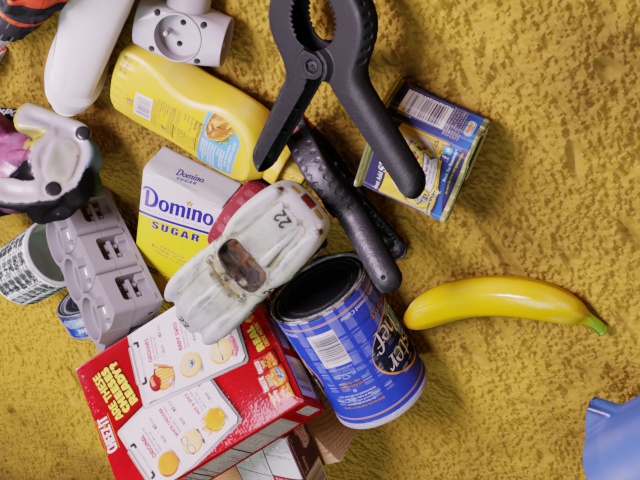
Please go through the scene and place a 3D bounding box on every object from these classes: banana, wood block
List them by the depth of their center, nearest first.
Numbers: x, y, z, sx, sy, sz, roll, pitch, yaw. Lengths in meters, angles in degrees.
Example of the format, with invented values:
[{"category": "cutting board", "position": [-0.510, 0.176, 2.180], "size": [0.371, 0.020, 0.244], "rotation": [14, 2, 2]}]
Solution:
[{"category": "banana", "position": [0.154, 0.061, 0.968], "size": [0.198, 0.037, 0.069], "rotation": [1, 128, 33]}, {"category": "wood block", "position": [-0.055, 0.205, 1.205], "size": [0.207, 0.090, 0.090], "rotation": [-24, 114, 45]}]

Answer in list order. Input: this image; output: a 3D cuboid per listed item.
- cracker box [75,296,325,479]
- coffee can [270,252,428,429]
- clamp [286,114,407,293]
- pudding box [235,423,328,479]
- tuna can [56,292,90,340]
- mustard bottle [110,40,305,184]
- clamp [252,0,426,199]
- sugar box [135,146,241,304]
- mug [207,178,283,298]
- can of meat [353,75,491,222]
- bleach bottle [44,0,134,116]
[{"category": "cracker box", "position": [-0.122, 0.150, 1.077], "size": [0.214, 0.164, 0.072], "rotation": [-33, 153, 12]}, {"category": "coffee can", "position": [0.029, 0.098, 1.036], "size": [0.103, 0.102, 0.140], "rotation": [-9, 123, 39]}, {"category": "clamp", "position": [0.025, -0.035, 0.939], "size": [0.039, 0.120, 0.171], "rotation": [-31, 89, 7]}, {"category": "pudding box", "position": [-0.049, 0.225, 1.121], "size": [0.090, 0.039, 0.113], "rotation": [5, 130, 31]}, {"category": "tuna can", "position": [-0.256, 0.073, 1.216], "size": [0.086, 0.086, 0.033], "rotation": [-6, 123, 37]}, {"category": "mustard bottle", "position": [-0.094, -0.105, 0.958], "size": [0.191, 0.058, 0.096], "rotation": [32, 148, 4]}, {"category": "clamp", "position": [-0.004, -0.134, 0.829], "size": [0.165, 0.036, 0.210], "rotation": [4, 114, 37]}, {"category": "sugar box", "position": [-0.140, -0.005, 1.096], "size": [0.093, 0.048, 0.176], "rotation": [26, 140, 11]}, {"category": "mug", "position": [-0.057, 0.001, 1.011], "size": [0.081, 0.093, 0.117], "rotation": [37, 133, 4]}, {"category": "can of meat", "position": [0.083, -0.072, 0.874], "size": [0.084, 0.057, 0.102], "rotation": [26, 138, 8]}, {"category": "bleach bottle", "position": [-0.200, -0.194, 0.929], "size": [0.068, 0.102, 0.251], "rotation": [16, 149, -15]}]
